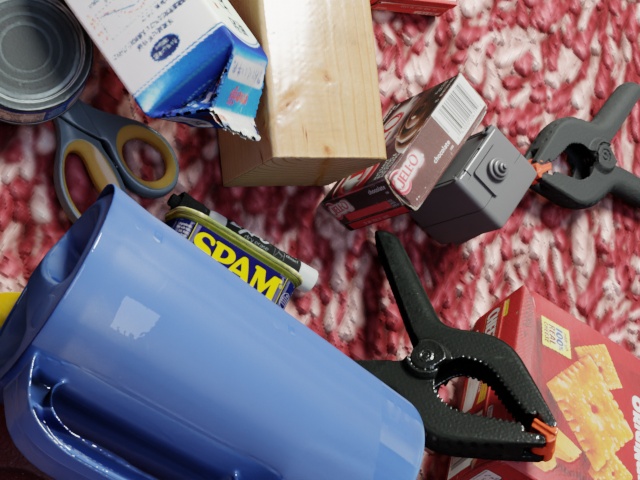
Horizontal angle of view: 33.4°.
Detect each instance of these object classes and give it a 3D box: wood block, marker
[{"bbox_3d":[-0.022,-0.148,0.757,0.090,0.091,0.206,-2,81,-29],"label":"wood block"},{"bbox_3d":[-0.055,0.001,0.752,0.121,0.020,0.020,32,67,-20],"label":"marker"}]

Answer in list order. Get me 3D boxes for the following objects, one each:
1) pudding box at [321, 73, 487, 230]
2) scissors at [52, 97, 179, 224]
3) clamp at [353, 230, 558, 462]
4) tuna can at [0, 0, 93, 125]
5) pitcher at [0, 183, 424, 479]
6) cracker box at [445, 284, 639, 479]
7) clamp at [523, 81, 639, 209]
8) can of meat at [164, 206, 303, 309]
[{"bbox_3d":[0.062,-0.063,0.788,0.039,0.090,0.113,46,62,-16],"label":"pudding box"},{"bbox_3d":[-0.159,-0.099,0.717,0.096,0.016,0.202,-18,90,-32],"label":"scissors"},{"bbox_3d":[0.062,0.092,0.728,0.164,0.036,0.210,-39,56,-23],"label":"clamp"},{"bbox_3d":[-0.188,-0.119,0.677,0.086,0.034,0.086,3,81,-19],"label":"tuna can"},{"bbox_3d":[-0.062,0.092,0.609,0.242,0.145,0.149,34,75,-19],"label":"pitcher"},{"bbox_3d":[0.207,0.156,0.797,0.213,0.072,0.164,31,46,-12],"label":"cracker box"},{"bbox_3d":[0.234,-0.080,0.916,0.171,0.039,0.120,-2,75,-36],"label":"clamp"},{"bbox_3d":[-0.075,0.040,0.714,0.102,0.058,0.084,33,70,-19],"label":"can of meat"}]
